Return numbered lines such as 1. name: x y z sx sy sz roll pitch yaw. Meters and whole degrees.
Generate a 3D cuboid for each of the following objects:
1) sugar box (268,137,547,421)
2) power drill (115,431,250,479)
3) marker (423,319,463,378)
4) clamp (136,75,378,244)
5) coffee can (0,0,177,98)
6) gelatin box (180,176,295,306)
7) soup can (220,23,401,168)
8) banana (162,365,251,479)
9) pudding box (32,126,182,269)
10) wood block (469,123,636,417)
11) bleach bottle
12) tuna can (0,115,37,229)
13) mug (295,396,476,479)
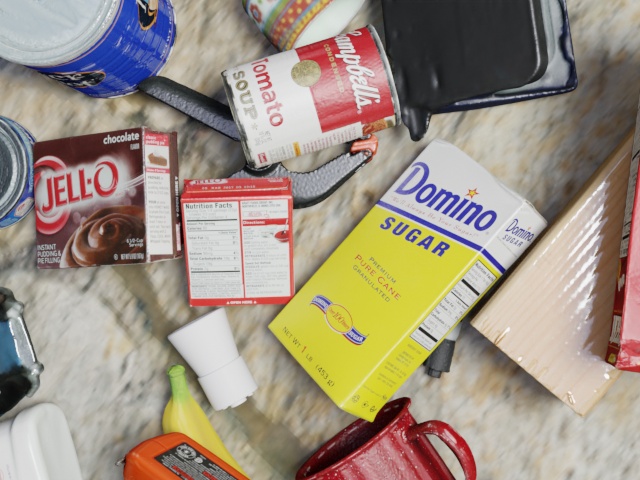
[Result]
1. sugar box: 0.055 0.024 0.704 0.176 0.048 0.093 -51 49 5
2. power drill: -0.093 0.236 0.696 0.185 0.057 0.188 30 110 19
3. marker: 0.095 0.036 0.732 0.020 0.020 0.121 16 91 6
4. clamp: -0.047 -0.050 0.741 0.171 0.039 0.120 5 97 7
5. coffee can: -0.161 -0.154 0.704 0.103 0.140 0.103 0 89 6
6. gelatin box: -0.055 0.001 0.721 0.073 0.030 0.089 -2 121 -2
7. soup can: -0.007 -0.092 0.689 0.102 0.068 0.068 -17 87 -1
8. banana: -0.051 0.175 0.719 0.037 0.070 0.198 -34 69 -28
9. pudding box: -0.147 -0.027 0.730 0.114 0.039 0.090 -3 89 33
10. wood block: 0.197 0.003 0.686 0.091 0.090 0.206 41 94 6
11. bleach bottle: -0.296 0.195 0.755 0.251 0.068 0.102 -16 88 8
12. tuna can: -0.244 -0.050 0.765 0.086 0.033 0.086 0 89 7
13. mug: 0.052 0.157 0.696 0.117 0.093 0.081 -35 90 32
